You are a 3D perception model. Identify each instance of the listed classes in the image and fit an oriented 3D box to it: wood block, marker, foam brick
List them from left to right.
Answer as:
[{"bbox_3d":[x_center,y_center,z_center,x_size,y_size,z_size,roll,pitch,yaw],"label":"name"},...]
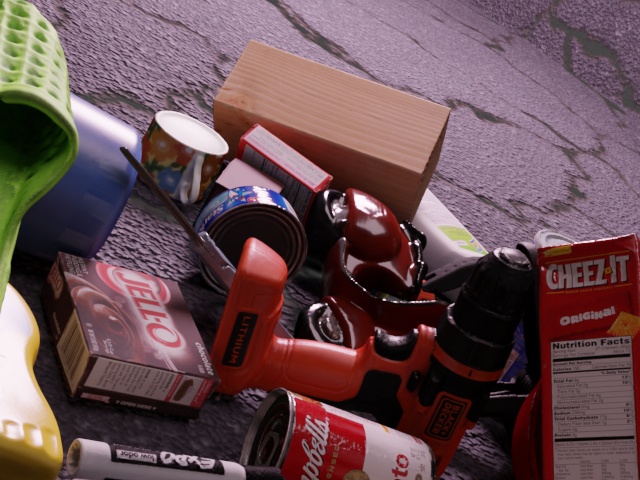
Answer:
[{"bbox_3d":[-0.069,0.118,0.542,0.120,0.020,0.020,16,26,-32],"label":"marker"},{"bbox_3d":[-0.070,-0.029,0.917,0.053,0.051,0.078,29,22,-1],"label":"foam brick"},{"bbox_3d":[0.009,-0.102,1.027,0.206,0.090,0.090,20,59,9],"label":"wood block"}]

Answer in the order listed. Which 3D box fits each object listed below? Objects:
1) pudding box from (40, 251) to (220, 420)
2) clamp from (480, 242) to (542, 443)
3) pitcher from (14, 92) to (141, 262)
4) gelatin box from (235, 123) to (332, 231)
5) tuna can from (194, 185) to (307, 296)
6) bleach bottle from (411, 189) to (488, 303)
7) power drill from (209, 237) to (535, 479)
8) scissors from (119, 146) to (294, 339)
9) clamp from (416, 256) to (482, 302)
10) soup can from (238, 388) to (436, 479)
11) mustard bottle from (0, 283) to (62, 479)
[{"bbox_3d":[-0.124,0.060,0.681,0.089,0.039,0.113,16,27,-33],"label":"pudding box"},{"bbox_3d":[0.158,0.120,0.833,0.209,0.164,0.036,46,4,-28],"label":"clamp"},{"bbox_3d":[-0.250,-0.078,0.712,0.242,0.145,0.149,26,48,-21],"label":"pitcher"},{"bbox_3d":[-0.038,-0.053,0.975,0.089,0.073,0.030,35,52,12],"label":"gelatin box"},{"bbox_3d":[-0.055,0.001,0.828,0.086,0.086,0.034,19,23,-26],"label":"tuna can"},{"bbox_3d":[0.108,0.001,1.066,0.102,0.068,0.251,-2,41,-50],"label":"bleach bottle"},{"bbox_3d":[0.028,0.064,0.699,0.187,0.185,0.057,19,25,-4],"label":"power drill"},{"bbox_3d":[-0.082,0.007,0.756,0.201,0.016,0.096,51,-9,-19],"label":"scissors"},{"bbox_3d":[0.166,0.067,0.976,0.171,0.120,0.039,0,6,-6],"label":"clamp"},{"bbox_3d":[0.010,0.138,0.646,0.102,0.069,0.068,23,24,-19],"label":"soup can"},{"bbox_3d":[-0.197,0.059,0.566,0.096,0.058,0.192,11,29,-28],"label":"mustard bottle"}]
